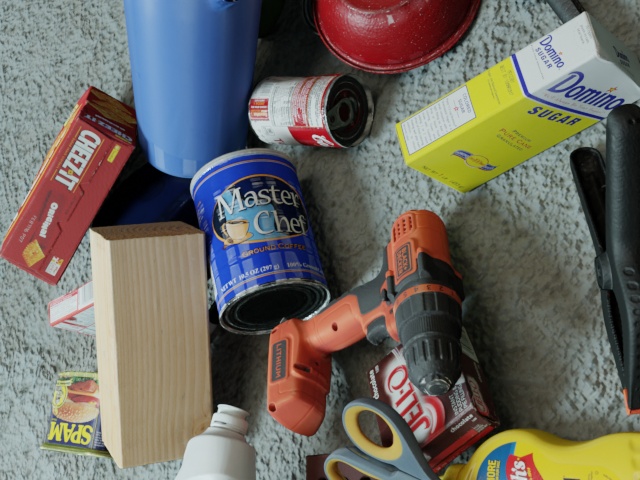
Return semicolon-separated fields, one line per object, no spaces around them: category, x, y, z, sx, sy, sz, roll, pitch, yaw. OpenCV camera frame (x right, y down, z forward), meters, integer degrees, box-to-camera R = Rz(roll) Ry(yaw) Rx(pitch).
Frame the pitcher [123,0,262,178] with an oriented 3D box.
pitcher;-0.124;-0.188;1.007;0.145;0.243;0.149;13;43;7

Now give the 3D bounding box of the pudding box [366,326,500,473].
pudding box;0.086;0.123;0.841;0.090;0.039;0.113;-43;30;22

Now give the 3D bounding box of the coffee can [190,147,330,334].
coffee can;-0.056;0.001;0.979;0.103;0.102;0.140;-32;58;29

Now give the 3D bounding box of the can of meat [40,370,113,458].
can of meat;-0.237;0.181;1.109;0.102;0.057;0.084;-3;72;39

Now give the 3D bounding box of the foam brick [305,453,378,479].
foam brick;0.034;0.202;0.876;0.078;0.051;0.053;-13;69;37

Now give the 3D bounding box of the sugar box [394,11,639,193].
sugar box;0.157;-0.102;0.836;0.176;0.093;0.048;-27;61;32

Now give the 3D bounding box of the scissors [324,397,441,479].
scissors;0.088;0.169;0.768;0.202;0.016;0.096;6;109;34

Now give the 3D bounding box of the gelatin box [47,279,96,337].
gelatin box;-0.231;0.071;1.126;0.089;0.073;0.030;-26;61;33

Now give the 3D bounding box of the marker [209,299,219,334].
marker;-0.126;0.103;1.063;0.121;0.020;0.020;-52;51;15

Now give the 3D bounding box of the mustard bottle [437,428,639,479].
mustard bottle;0.161;0.184;0.769;0.192;0.058;0.096;-6;81;39

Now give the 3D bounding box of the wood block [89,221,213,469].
wood block;-0.156;0.091;0.985;0.090;0.090;0.206;-160;67;-66

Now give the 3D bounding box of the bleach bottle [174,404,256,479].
bleach bottle;-0.110;0.256;0.860;0.103;0.068;0.250;-10;57;48

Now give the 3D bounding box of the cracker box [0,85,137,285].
cracker box;-0.260;-0.066;1.126;0.164;0.072;0.214;-59;15;10

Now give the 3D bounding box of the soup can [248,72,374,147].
soup can;-0.010;-0.122;1.000;0.102;0.068;0.068;7;81;42

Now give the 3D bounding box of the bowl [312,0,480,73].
bowl;0.061;-0.233;0.950;0.162;0.055;0.162;-5;75;19

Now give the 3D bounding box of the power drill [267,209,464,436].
power drill;0.037;0.083;0.862;0.188;0.057;0.184;-37;30;29
